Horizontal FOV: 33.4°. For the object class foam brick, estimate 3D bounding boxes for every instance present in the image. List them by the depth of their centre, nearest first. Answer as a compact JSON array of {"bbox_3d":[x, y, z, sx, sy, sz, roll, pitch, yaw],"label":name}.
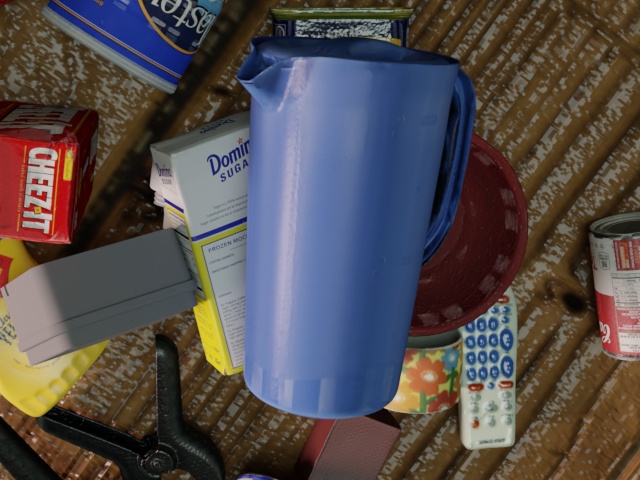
[{"bbox_3d":[0.020,0.164,0.838,0.053,0.051,0.078,24,97,-11],"label":"foam brick"}]

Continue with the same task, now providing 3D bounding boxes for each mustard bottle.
[{"bbox_3d":[-0.244,0.033,0.758,0.191,0.058,0.096,44,81,-20],"label":"mustard bottle"}]

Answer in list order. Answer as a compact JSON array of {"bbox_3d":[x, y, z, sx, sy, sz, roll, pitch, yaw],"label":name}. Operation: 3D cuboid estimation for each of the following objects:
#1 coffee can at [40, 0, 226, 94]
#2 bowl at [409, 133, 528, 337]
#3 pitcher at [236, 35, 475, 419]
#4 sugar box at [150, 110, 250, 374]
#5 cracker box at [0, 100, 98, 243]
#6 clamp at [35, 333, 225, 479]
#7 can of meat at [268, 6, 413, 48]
[{"bbox_3d":[-0.108,-0.185,0.719,0.102,0.103,0.140,31,96,-13],"label":"coffee can"},{"bbox_3d":[0.071,-0.012,0.805,0.162,0.055,0.162,-2,103,-7],"label":"bowl"},{"bbox_3d":[0.020,-0.013,0.711,0.149,0.145,0.243,7,106,5],"label":"pitcher"},{"bbox_3d":[-0.055,0.001,0.770,0.093,0.048,0.176,-22,113,-24],"label":"sugar box"},{"bbox_3d":[-0.259,-0.060,0.694,0.213,0.164,0.072,6,103,-9],"label":"cracker box"},{"bbox_3d":[-0.120,0.154,0.821,0.120,0.039,0.171,-37,110,14],"label":"clamp"},{"bbox_3d":[0.014,-0.126,0.772,0.102,0.057,0.084,-2,104,-8],"label":"can of meat"}]
